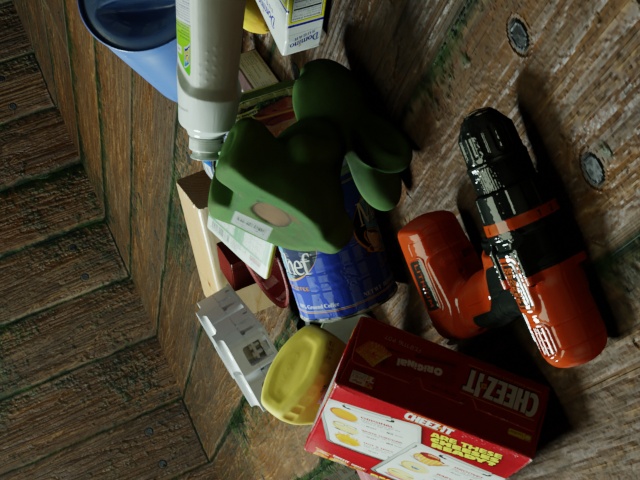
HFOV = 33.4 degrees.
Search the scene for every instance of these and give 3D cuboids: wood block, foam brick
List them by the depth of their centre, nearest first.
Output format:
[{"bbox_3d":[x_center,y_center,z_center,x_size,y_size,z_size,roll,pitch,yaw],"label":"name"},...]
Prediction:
[{"bbox_3d":[-0.094,0.023,1.451,0.051,0.078,0.053,53,156,43],"label":"foam brick"},{"bbox_3d":[-0.131,0.003,1.520,0.091,0.090,0.206,48,154,48],"label":"wood block"}]

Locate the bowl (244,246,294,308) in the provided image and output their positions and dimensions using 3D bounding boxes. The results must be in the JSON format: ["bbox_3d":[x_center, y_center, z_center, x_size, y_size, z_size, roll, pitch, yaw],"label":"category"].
[{"bbox_3d":[-0.059,0.002,1.338,0.162,0.055,0.162,54,160,30],"label":"bowl"}]

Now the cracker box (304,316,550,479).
[{"bbox_3d":[0.084,0.154,0.917,0.164,0.072,0.214,20,154,2],"label":"cracker box"}]

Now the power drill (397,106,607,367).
[{"bbox_3d":[0.120,0.005,0.781,0.184,0.057,0.188,68,164,0],"label":"power drill"}]

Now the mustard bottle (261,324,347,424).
[{"bbox_3d":[0.026,0.155,1.096,0.058,0.096,0.191,29,179,41],"label":"mustard bottle"}]

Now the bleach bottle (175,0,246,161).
[{"bbox_3d":[-0.096,-0.195,0.918,0.103,0.068,0.251,-128,40,-65],"label":"bleach bottle"}]

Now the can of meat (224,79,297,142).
[{"bbox_3d":[-0.055,-0.115,1.111,0.057,0.102,0.084,-147,41,-64],"label":"can of meat"}]

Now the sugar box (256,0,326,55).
[{"bbox_3d":[-0.026,-0.255,0.939,0.176,0.048,0.093,97,151,-64],"label":"sugar box"}]

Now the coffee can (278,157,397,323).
[{"bbox_3d":[0.008,-0.004,1.046,0.103,0.102,0.140,23,133,68],"label":"coffee can"}]

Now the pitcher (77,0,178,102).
[{"bbox_3d":[-0.178,-0.240,1.189,0.243,0.145,0.149,55,-168,-79],"label":"pitcher"}]
